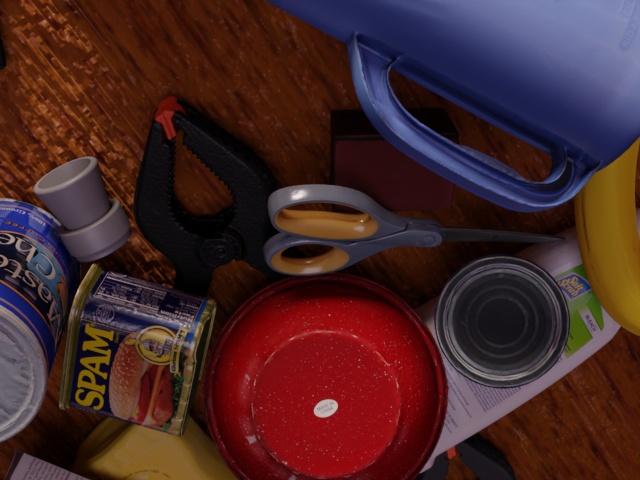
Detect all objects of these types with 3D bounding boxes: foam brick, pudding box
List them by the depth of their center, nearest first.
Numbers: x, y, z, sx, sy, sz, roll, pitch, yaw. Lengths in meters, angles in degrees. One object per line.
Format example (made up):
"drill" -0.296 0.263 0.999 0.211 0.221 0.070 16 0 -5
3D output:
"foam brick" 0.045 -0.052 0.682 0.078 0.053 0.051 -1 115 -1
"pudding box" -0.182 0.199 0.761 0.090 0.039 0.114 22 148 -1

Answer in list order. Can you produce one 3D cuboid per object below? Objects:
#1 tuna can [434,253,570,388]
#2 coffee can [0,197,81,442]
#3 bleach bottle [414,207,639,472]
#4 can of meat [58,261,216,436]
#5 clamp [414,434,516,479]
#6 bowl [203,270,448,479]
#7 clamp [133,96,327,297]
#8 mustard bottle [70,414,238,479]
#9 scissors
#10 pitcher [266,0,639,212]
"tuna can" 0.115 0.051 0.682 0.086 0.033 0.086 0 89 9
"coffee can" -0.210 0.047 0.666 0.103 0.140 0.103 -1 115 -3
"bleach bottle" 0.149 0.058 0.734 0.251 0.068 0.102 -30 110 9
"can of meat" -0.119 0.074 0.701 0.084 0.057 0.102 15 122 1
"clamp" 0.108 0.216 0.820 0.120 0.039 0.171 -26 110 4
"bowl" 0.003 0.100 0.677 0.162 0.055 0.162 0 89 0
"clamp" -0.055 0.001 0.710 0.164 0.036 0.210 -12 119 2
"mustard bottle" -0.084 0.195 0.788 0.096 0.058 0.191 -39 112 24
"scissors" 0.051 0.004 0.687 0.201 0.016 0.096 12 144 -27
"pitcher" 0.075 -0.134 0.600 0.242 0.149 0.145 24 126 -10
